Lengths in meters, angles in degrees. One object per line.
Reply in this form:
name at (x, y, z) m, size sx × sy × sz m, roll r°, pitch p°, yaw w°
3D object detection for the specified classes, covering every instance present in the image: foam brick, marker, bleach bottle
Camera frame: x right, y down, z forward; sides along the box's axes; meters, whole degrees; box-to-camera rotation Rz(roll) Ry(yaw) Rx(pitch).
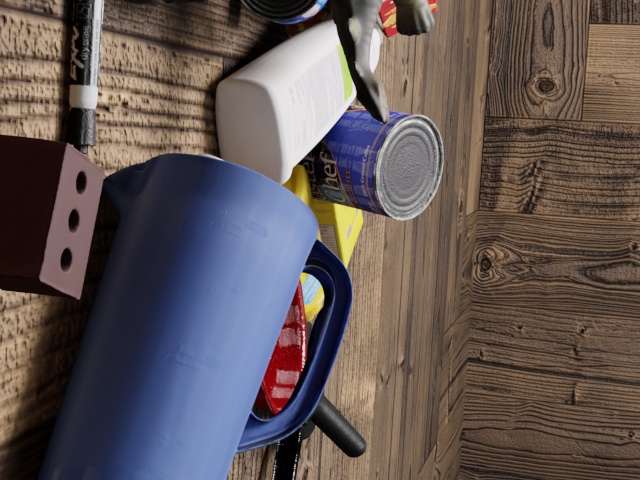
foam brick at (-0.157, -0.012, 0.582) m, size 0.053 × 0.051 × 0.078 m, roll 48°, pitch 48°, yaw -70°
marker at (-0.145, -0.114, 0.658) m, size 0.020 × 0.020 × 0.121 m, roll -7°, pitch 102°, yaw -75°
bleach bottle at (-0.005, -0.144, 0.994) m, size 0.250 × 0.068 × 0.102 m, roll -44°, pitch 137°, yaw -51°

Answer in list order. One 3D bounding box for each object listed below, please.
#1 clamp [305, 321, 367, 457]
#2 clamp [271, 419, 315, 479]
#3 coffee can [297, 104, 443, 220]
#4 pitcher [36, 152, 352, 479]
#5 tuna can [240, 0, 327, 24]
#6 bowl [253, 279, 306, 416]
clamp at (-0.019, 0.151, 1.077) m, size 0.164 × 0.036 × 0.209 m, roll 61°, pitch 14°, yaw 14°
clamp at (-0.031, 0.197, 1.144) m, size 0.171 × 0.039 × 0.120 m, roll -26°, pitch 116°, yaw -70°
coffee can at (0.035, -0.082, 1.053) m, size 0.102 × 0.141 × 0.103 m, roll -17°, pitch 114°, yaw -44°
pitcher at (-0.085, 0.079, 0.694) m, size 0.145 × 0.149 × 0.242 m, roll 51°, pitch 50°, yaw -55°
tuna can at (-0.031, -0.231, 0.924) m, size 0.033 × 0.086 × 0.086 m, roll -19°, pitch 113°, yaw -75°
bowl at (-0.057, 0.065, 0.857) m, size 0.162 × 0.055 × 0.162 m, roll -5°, pitch 90°, yaw -76°
